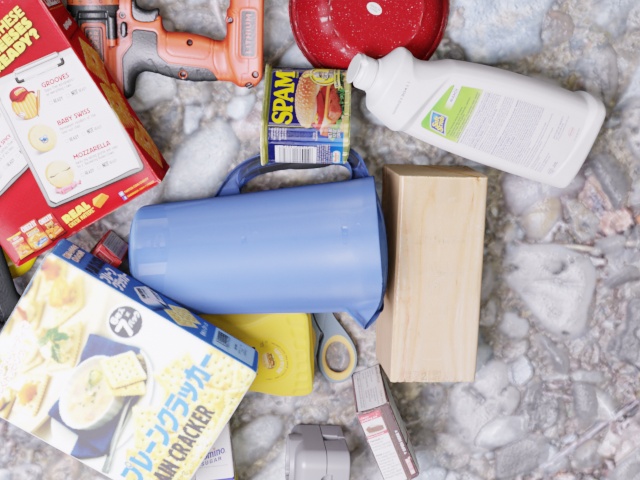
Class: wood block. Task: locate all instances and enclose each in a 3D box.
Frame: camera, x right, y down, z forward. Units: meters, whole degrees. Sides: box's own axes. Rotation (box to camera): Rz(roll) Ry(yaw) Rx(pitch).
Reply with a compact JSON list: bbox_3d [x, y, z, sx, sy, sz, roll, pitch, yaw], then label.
[{"bbox_3d":[0.110,0.031,1.079,0.090,0.091,0.206,1,101,-7],"label":"wood block"}]

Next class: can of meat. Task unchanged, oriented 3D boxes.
[{"bbox_3d":[-0.013,-0.120,1.027,0.084,0.102,0.057,2,144,1],"label":"can of meat"}]

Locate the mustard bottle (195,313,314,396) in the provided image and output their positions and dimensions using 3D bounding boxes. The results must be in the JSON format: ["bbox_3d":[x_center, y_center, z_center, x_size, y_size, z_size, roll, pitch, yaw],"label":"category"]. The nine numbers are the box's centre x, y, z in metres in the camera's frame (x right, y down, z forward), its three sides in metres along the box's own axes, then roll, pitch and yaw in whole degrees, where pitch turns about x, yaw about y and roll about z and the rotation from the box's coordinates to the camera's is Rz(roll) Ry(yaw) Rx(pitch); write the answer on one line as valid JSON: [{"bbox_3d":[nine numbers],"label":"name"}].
[{"bbox_3d":[-0.104,0.113,1.085,0.191,0.058,0.096,-3,112,3],"label":"mustard bottle"}]

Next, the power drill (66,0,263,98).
[{"bbox_3d":[-0.147,-0.215,1.021,0.187,0.057,0.184,0,106,-3],"label":"power drill"}]

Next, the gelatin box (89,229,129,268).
[{"bbox_3d":[-0.224,0.030,1.047,0.030,0.089,0.073,42,95,-11],"label":"gelatin box"}]

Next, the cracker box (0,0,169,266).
[{"bbox_3d":[-0.266,-0.109,0.983,0.164,0.072,0.213,-30,104,9],"label":"cracker box"}]

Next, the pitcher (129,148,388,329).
[{"bbox_3d":[-0.057,0.001,1.039,0.243,0.149,0.145,-4,117,3],"label":"pitcher"}]

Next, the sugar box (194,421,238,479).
[{"bbox_3d":[-0.106,0.253,1.103,0.048,0.093,0.176,-3,102,-6],"label":"sugar box"}]

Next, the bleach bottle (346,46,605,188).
[{"bbox_3d":[0.146,-0.133,1.036,0.250,0.068,0.103,18,107,-20],"label":"bleach bottle"}]

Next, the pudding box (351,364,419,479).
[{"bbox_3d":[0.065,0.189,1.096,0.039,0.113,0.090,-23,102,2],"label":"pudding box"}]

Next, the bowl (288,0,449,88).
[{"bbox_3d":[0.051,-0.227,1.038,0.162,0.055,0.162,-1,102,-5],"label":"bowl"}]

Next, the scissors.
[{"bbox_3d":[0.016,0.065,1.114,0.096,0.016,0.202,23,99,-7],"label":"scissors"}]
